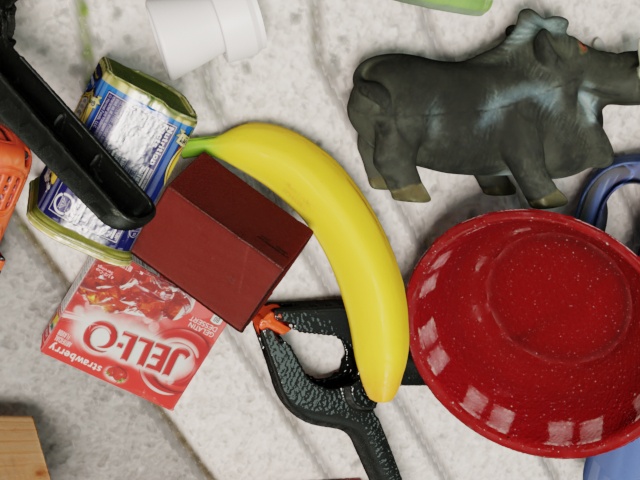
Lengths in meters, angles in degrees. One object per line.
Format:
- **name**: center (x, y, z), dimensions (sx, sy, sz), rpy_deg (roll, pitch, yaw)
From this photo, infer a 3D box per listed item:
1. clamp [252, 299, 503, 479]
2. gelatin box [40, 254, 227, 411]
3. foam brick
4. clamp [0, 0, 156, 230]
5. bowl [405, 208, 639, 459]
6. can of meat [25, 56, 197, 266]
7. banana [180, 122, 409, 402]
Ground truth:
- **clamp**: center (0.035, 0.084, 0.668), dimensions (0.171, 0.039, 0.120), rpy_deg (45, 77, -21)
- **gelatin box**: center (-0.107, 0.050, 0.626), dimensions (0.089, 0.030, 0.073), rpy_deg (30, 100, -20)
- **foam brick**: center (-0.054, 0.001, 0.583), dimensions (0.078, 0.053, 0.051), rpy_deg (37, 121, 1)
- **clamp**: center (-0.157, -0.090, 0.497), dimensions (0.210, 0.036, 0.164), rpy_deg (5, 104, 26)
- **bowl**: center (0.133, 0.047, 0.630), dimensions (0.162, 0.055, 0.162), rpy_deg (12, 119, 22)
- **can of meat**: center (-0.108, -0.045, 0.556), dimensions (0.057, 0.102, 0.084), rpy_deg (26, 99, -19)
- **banana**: center (0.004, 0.002, 0.621), dimensions (0.070, 0.037, 0.198), rpy_deg (-35, 98, 16)
